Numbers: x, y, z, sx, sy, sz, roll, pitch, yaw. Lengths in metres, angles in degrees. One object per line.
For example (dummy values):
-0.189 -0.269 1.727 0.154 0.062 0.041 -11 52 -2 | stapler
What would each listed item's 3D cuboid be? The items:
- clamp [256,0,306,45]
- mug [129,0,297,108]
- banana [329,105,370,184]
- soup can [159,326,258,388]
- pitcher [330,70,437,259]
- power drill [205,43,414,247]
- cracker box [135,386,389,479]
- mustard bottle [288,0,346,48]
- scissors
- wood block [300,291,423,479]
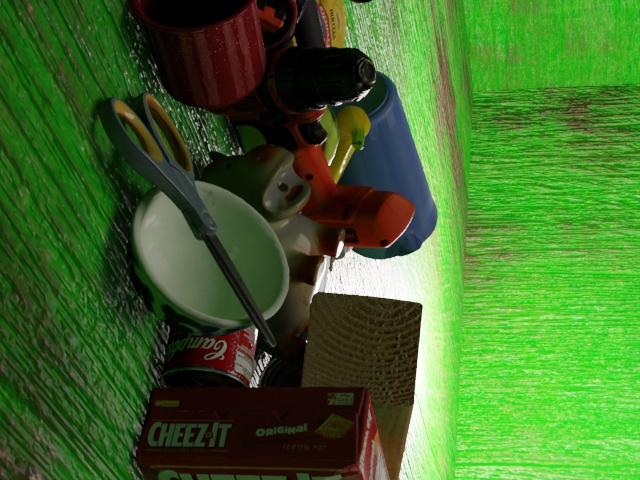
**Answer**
-0.033 -0.198 0.913 0.171 0.039 0.120 -62 173 -55 | clamp
-0.073 -0.155 0.782 0.081 0.117 0.093 80 -12 -51 | mug
0.018 -0.097 1.148 0.069 0.037 0.198 -65 -176 -21 | banana
-0.082 0.067 0.820 0.068 0.068 0.102 69 24 -56 | soup can
0.061 -0.104 1.361 0.145 0.149 0.243 -64 151 -32 | pitcher
0.004 -0.078 0.874 0.057 0.185 0.187 -50 125 -28 | power drill
-0.031 0.201 0.817 0.213 0.164 0.072 76 16 -45 | cracker box
-0.017 -0.225 1.145 0.191 0.058 0.096 -59 145 -66 | mustard bottle
-0.092 -0.021 0.709 0.096 0.016 0.202 21 39 -61 | scissors
0.032 0.133 0.911 0.206 0.090 0.091 90 6 -60 | wood block
